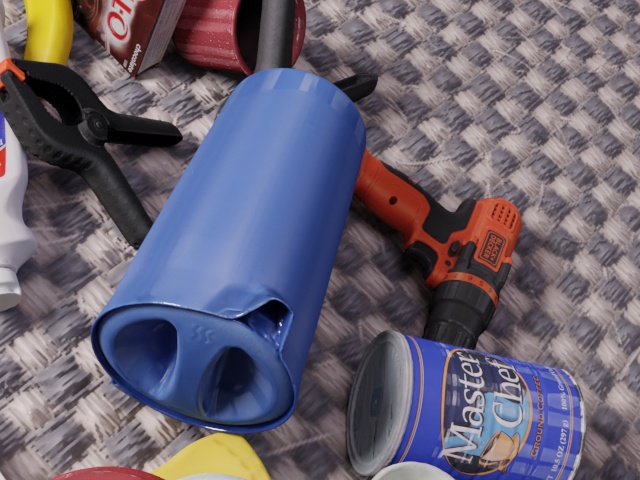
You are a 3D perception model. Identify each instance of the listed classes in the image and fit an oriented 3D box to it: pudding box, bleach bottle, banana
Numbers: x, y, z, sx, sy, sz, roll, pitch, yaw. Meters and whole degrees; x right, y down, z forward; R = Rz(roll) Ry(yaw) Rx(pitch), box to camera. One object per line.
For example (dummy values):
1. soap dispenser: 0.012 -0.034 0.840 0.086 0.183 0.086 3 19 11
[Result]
1. pudding box: -0.156 -0.203 0.869 0.090 0.114 0.039 46 51 11
2. bleach bottle: -0.251 -0.066 0.765 0.102 0.068 0.251 -10 64 -28
3. banana: -0.242 -0.200 0.881 0.069 0.037 0.198 -24 67 -14

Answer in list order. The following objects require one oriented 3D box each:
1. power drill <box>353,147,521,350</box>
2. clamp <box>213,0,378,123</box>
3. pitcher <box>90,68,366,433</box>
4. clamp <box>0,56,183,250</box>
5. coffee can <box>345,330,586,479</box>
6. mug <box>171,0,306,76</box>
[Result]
1. power drill: 0.064 0.003 0.867 0.187 0.057 0.184 32 50 -4
2. clamp: -0.028 -0.105 0.875 0.164 0.036 0.210 39 69 -46
3. pitcher: -0.055 0.001 0.727 0.149 0.145 0.242 8 49 14
4. clamp: -0.171 -0.068 0.785 0.171 0.039 0.120 27 44 -39
5. coffee can: 0.102 0.128 0.764 0.140 0.103 0.103 14 53 -16
6. mug: -0.066 -0.179 0.906 0.117 0.082 0.093 31 76 -52
